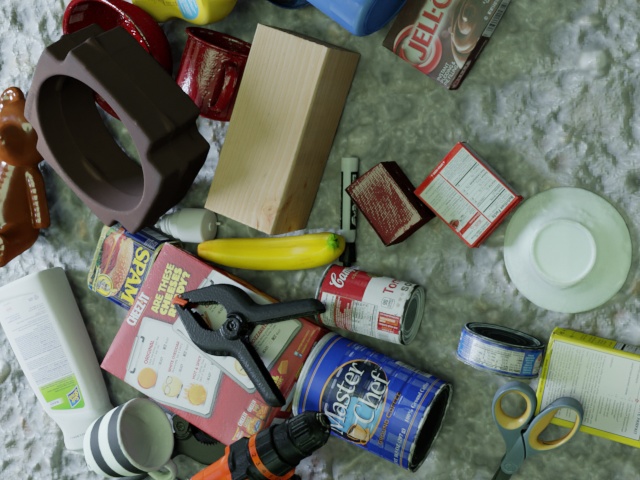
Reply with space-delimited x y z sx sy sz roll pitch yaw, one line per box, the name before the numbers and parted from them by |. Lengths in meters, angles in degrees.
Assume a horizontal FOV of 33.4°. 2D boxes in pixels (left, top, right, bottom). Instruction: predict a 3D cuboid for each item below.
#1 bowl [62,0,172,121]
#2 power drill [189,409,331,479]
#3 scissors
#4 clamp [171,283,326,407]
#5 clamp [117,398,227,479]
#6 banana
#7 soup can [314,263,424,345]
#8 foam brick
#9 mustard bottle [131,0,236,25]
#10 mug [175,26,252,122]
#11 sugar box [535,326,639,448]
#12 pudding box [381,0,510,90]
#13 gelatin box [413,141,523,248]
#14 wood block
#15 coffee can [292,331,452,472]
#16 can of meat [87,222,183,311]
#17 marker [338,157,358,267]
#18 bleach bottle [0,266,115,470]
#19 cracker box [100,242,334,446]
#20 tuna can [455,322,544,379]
bowl | -0.222 -0.216 1.226 0.162 0.055 0.162 28 138 28
power drill | -0.020 0.260 1.139 0.185 0.187 0.057 -33 38 24
scissors | 0.184 0.212 1.090 0.096 0.016 0.202 37 125 -5
clamp | -0.078 0.087 1.143 0.172 0.039 0.120 31 84 21
clamp | -0.164 0.209 1.270 0.210 0.036 0.164 -9 90 24
banana | -0.044 0.009 1.185 0.198 0.069 0.037 -7 62 36
soup can | 0.053 0.069 1.145 0.102 0.068 0.068 13 100 22
foam brick | 0.075 -0.040 1.135 0.051 0.052 0.078 -40 80 22
mustard bottle | -0.140 -0.284 1.162 0.192 0.058 0.096 16 122 47
mug | -0.114 -0.178 1.177 0.081 0.093 0.117 -70 26 18
sugar box | 0.306 0.152 1.054 0.176 0.048 0.093 14 102 19
pudding box | 0.130 -0.225 1.101 0.090 0.039 0.114 37 108 17
gelatin box | 0.154 -0.047 1.111 0.089 0.030 0.073 45 109 14
wood block | -0.041 -0.120 1.158 0.091 0.090 0.206 22 104 21
coffee can | 0.056 0.170 1.134 0.140 0.102 0.103 22 103 20
can of meat | -0.222 0.031 1.271 0.084 0.057 0.102 27 105 22
marker | 0.031 -0.031 1.173 0.020 0.020 0.121 4 96 23
bleach bottle | -0.323 0.165 1.324 0.103 0.068 0.251 -22 88 25
cracker box | -0.116 0.123 1.208 0.214 0.072 0.164 28 89 20
tuna can | 0.183 0.111 1.082 0.086 0.086 0.034 16 99 22
